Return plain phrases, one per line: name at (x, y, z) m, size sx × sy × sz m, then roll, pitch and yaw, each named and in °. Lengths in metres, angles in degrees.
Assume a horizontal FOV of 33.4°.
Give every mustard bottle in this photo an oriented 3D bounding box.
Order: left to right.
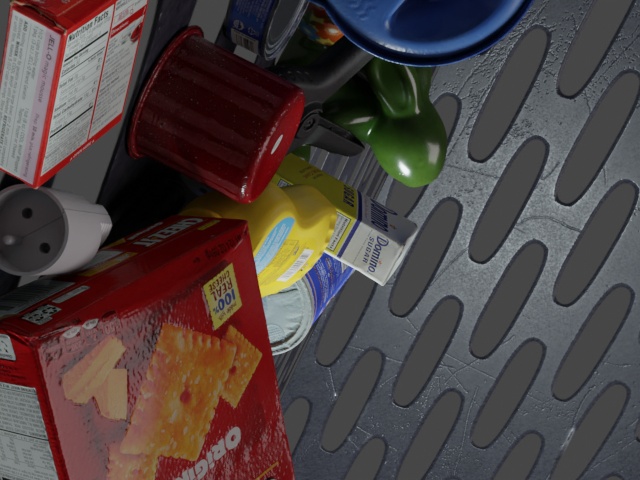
mustard bottle at (-0.055, 0.001, 0.743) m, size 0.096 × 0.058 × 0.191 m, roll -46°, pitch 167°, yaw 13°

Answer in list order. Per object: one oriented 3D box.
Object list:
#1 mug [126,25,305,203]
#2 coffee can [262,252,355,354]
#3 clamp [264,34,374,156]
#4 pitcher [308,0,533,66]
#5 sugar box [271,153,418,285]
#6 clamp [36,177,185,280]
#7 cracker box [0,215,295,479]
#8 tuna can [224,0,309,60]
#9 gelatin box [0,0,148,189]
mug at (-0.061, -0.074, 0.679) m, size 0.093 × 0.081 × 0.117 m, roll -63°, pitch 174°, yaw -3°
coffee can at (-0.032, 0.024, 0.943) m, size 0.103 × 0.103 × 0.140 m, roll -66°, pitch 171°, yaw 29°
clamp at (-0.017, -0.094, 0.815) m, size 0.209 × 0.036 × 0.165 m, roll -30°, pitch 153°, yaw -30°
pitcher at (0.069, -0.213, 0.682) m, size 0.145 × 0.149 × 0.243 m, roll -56°, pitch -165°, yaw 24°
sugar box at (-0.007, -0.032, 0.883) m, size 0.048 × 0.176 × 0.093 m, roll -64°, pitch 174°, yaw 15°
clamp at (-0.143, 0.033, 0.673) m, size 0.171 × 0.039 × 0.120 m, roll -45°, pitch 156°, yaw -63°
cracker box at (-0.094, 0.112, 0.595) m, size 0.163 × 0.072 × 0.214 m, roll -30°, pitch 116°, yaw -48°
tuna can at (-0.033, -0.170, 0.738) m, size 0.086 × 0.034 × 0.086 m, roll -62°, pitch 174°, yaw -11°
gelatin box at (-0.111, -0.078, 0.474) m, size 0.073 × 0.030 × 0.089 m, roll -54°, pitch 170°, yaw -50°
